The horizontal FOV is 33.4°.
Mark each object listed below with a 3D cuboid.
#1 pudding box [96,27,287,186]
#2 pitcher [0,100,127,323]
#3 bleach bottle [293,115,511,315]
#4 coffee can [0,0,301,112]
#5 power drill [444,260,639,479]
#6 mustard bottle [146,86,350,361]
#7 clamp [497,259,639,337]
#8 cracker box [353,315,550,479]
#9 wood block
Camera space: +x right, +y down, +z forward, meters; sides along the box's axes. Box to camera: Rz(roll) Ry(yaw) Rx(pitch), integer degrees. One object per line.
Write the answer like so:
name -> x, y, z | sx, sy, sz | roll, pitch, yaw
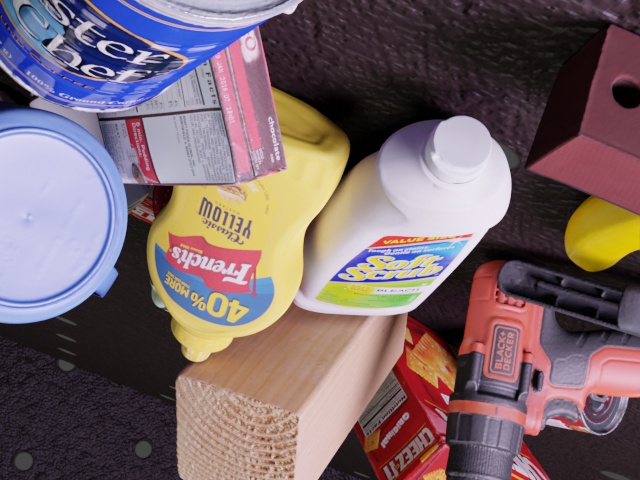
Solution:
pudding box -> -0.072, -0.074, 0.543 | 0.114, 0.090, 0.039 | 3, -162, 45
pitcher -> -0.194, -0.019, 0.626 | 0.149, 0.145, 0.243 | -13, -167, -28
bleach bottle -> 0.042, -0.013, 0.626 | 0.102, 0.068, 0.251 | 4, 164, -7
coffee can -> -0.066, -0.110, 0.388 | 0.102, 0.102, 0.141 | 28, 163, -22
power drill -> 0.178, 0.116, 0.711 | 0.187, 0.184, 0.057 | 12, 165, -3
mustard bottle -> -0.054, 0.001, 0.636 | 0.096, 0.058, 0.192 | 26, 127, 7
clamp -> 0.225, 0.055, 0.638 | 0.210, 0.036, 0.164 | 18, -179, -8
cracker box -> 0.098, 0.150, 0.908 | 0.164, 0.072, 0.214 | 32, -163, -33
wood block -> -0.013, 0.088, 0.769 | 0.090, 0.205, 0.091 | 15, 123, 19
